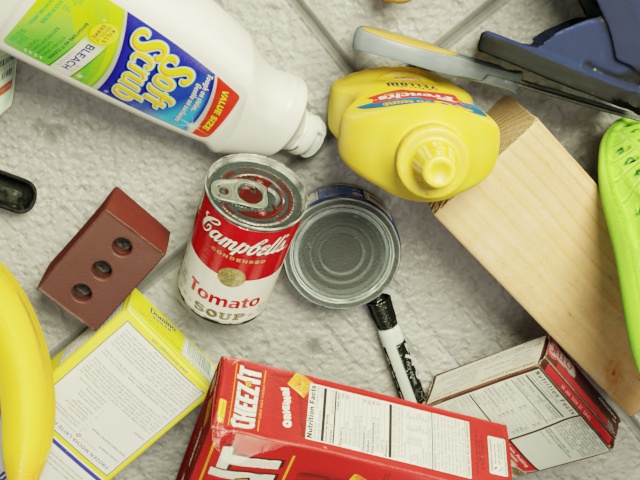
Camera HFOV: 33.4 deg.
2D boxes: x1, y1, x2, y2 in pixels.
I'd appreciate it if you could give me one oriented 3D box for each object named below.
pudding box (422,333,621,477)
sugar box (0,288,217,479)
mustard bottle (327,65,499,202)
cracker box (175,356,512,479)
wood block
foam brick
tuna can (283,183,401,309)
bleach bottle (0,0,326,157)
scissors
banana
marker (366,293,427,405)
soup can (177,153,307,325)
[{"bbox_3d":[0.145,0.124,0.776,0.114,0.039,0.090,-28,109,39],"label":"pudding box"},{"bbox_3d":[-0.170,0.126,0.784,0.176,0.048,0.093,-39,106,13],"label":"sugar box"},{"bbox_3d":[0.058,-0.065,0.654,0.096,0.191,0.058,5,108,-5],"label":"mustard bottle"},{"bbox_3d":[0.008,0.183,0.770,0.213,0.072,0.164,15,130,-9],"label":"cracker box"},{"bbox_3d":[0.172,0.009,0.738,0.090,0.091,0.206,-43,105,10],"label":"wood block"},{"bbox_3d":[-0.149,0.013,0.743,0.053,0.051,0.078,39,102,-14],"label":"foam brick"},{"bbox_3d":[0.014,0.005,0.758,0.086,0.034,0.086,-1,108,-3],"label":"tuna can"},{"bbox_3d":[-0.090,-0.117,0.657,0.250,0.068,0.103,25,135,-37],"label":"bleach bottle"},{"bbox_3d":[0.108,-0.113,0.708,0.201,0.096,0.016,11,106,-22],"label":"scissors"},{"bbox_3d":[-0.224,0.074,0.742,0.070,0.037,0.198,-31,80,11],"label":"banana"},{"bbox_3d":[0.060,0.092,0.797,0.020,0.020,0.121,-19,108,3],"label":"marker"},{"bbox_3d":[-0.055,0.001,0.717,0.068,0.068,0.102,15,135,-8],"label":"soup can"}]
